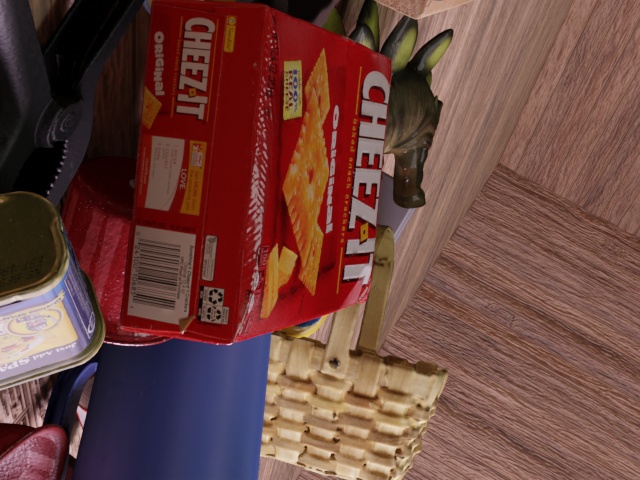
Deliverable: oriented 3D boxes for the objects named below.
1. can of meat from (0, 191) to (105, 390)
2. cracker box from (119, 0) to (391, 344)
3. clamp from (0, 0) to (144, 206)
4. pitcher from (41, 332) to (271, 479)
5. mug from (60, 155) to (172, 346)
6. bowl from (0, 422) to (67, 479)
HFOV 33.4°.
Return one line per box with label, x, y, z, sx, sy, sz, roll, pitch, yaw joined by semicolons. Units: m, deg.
can of meat;-0.156;0.027;0.482;0.102;0.057;0.084;-17;155;-10
cracker box;-0.024;-0.037;0.602;0.213;0.072;0.164;-7;104;-69
clamp;-0.133;-0.064;0.485;0.210;0.036;0.164;-62;171;24
pitcher;-0.108;0.113;0.737;0.145;0.149;0.243;168;-69;-69
mug;-0.106;0.001;0.637;0.117;0.093;0.082;-11;128;-50
bowl;-0.223;0.168;0.643;0.162;0.055;0.162;-57;169;-18
